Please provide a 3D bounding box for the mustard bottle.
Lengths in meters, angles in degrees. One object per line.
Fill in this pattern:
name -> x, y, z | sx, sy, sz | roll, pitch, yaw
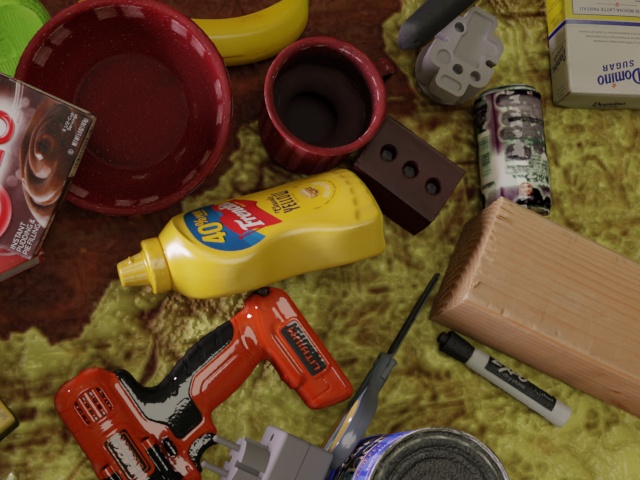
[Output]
mustard bottle -> -0.055, 0.001, 0.791 | 0.191, 0.096, 0.058 | -16, 122, -13

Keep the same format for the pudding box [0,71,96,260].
pudding box -> -0.219, -0.055, 0.748 | 0.090, 0.039, 0.113 | 24, 90, -6

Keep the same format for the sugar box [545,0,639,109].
sugar box -> 0.244, -0.202, 0.920 | 0.093, 0.048, 0.176 | 1, 80, -10

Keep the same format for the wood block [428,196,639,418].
wood block -> 0.203, 0.058, 0.832 | 0.206, 0.090, 0.090 | 25, 73, -5

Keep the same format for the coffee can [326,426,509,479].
coffee can -> 0.063, 0.185, 0.748 | 0.102, 0.140, 0.103 | 2, 77, -11

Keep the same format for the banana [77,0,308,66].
banana -> -0.092, -0.169, 0.850 | 0.197, 0.037, 0.069 | -9, 62, -15

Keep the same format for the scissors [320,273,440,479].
scissors -> 0.046, 0.099, 0.793 | 0.016, 0.096, 0.201 | 34, 77, -1

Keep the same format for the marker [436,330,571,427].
marker -> 0.144, 0.108, 0.845 | 0.121, 0.020, 0.020 | 33, 73, -3

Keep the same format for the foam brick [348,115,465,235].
foam brick -> 0.065, -0.050, 0.846 | 0.078, 0.051, 0.053 | 36, 74, -3

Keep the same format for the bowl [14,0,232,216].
bowl -> -0.145, -0.099, 0.800 | 0.162, 0.055, 0.162 | 0, 92, -3

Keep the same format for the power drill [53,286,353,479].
power drill -> -0.071, 0.136, 0.775 | 0.187, 0.057, 0.184 | -35, 93, -18

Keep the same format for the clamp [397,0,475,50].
clamp -> 0.125, -0.236, 0.873 | 0.209, 0.036, 0.165 | -19, 53, -14

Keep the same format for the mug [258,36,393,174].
mug -> 0.006, -0.106, 0.830 | 0.117, 0.082, 0.093 | -35, 87, -16
